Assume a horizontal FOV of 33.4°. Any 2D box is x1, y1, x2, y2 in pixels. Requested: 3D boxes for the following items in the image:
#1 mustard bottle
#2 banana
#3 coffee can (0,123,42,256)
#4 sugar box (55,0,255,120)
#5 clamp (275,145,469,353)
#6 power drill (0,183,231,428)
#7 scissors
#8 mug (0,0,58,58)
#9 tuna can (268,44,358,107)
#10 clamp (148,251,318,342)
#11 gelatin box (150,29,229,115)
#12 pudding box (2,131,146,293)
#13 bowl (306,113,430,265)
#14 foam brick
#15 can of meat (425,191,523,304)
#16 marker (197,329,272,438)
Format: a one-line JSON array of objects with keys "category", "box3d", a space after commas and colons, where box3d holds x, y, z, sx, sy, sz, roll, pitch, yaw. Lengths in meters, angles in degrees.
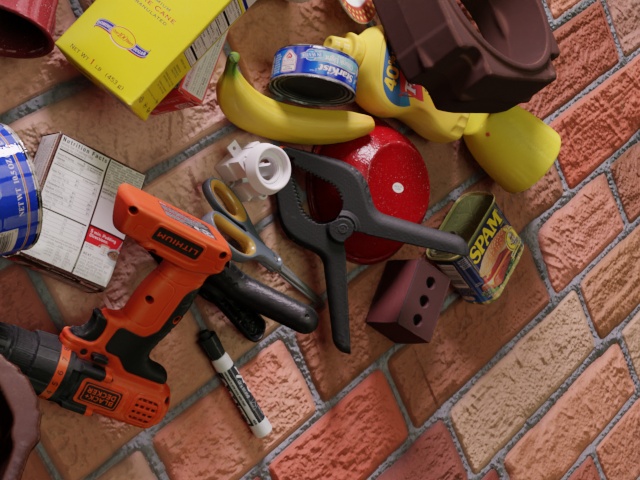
[{"category": "mustard bottle", "box3d": [0.079, -0.174, 1.128, 0.191, 0.058, 0.096, 18, 75, -38]}, {"category": "banana", "box3d": [-0.033, -0.122, 1.026, 0.197, 0.070, 0.037, 17, 58, -44]}, {"category": "coffee can", "box3d": [-0.291, -0.024, 0.780, 0.140, 0.103, 0.103, -19, 100, -39]}, {"category": "sugar box", "box3d": [-0.127, -0.195, 0.897, 0.093, 0.048, 0.176, 39, 85, 14]}, {"category": "clamp", "box3d": [0.033, -0.015, 1.049, 0.164, 0.036, 0.210, -33, 94, 3]}, {"category": "power drill", "box3d": [-0.173, 0.051, 0.863, 0.184, 0.057, 0.188, 26, 103, -30]}, {"category": "scissors", "box3d": [-0.057, 0.001, 1.027, 0.201, 0.016, 0.096, 31, 35, -57]}, {"category": "mug", "box3d": [-0.242, -0.196, 0.847, 0.117, 0.093, 0.081, 48, 49, -64]}, {"category": "tuna can", "box3d": [-0.006, -0.160, 1.038, 0.086, 0.086, 0.034, 17, 76, -38]}, {"category": "clamp", "box3d": [-0.082, 0.038, 0.948, 0.171, 0.120, 0.039, 40, 59, -28]}, {"category": "gelatin box", "box3d": [-0.122, -0.158, 0.948, 0.030, 0.073, 0.089, 29, 69, -37]}, {"category": "pudding box", "box3d": [-0.206, -0.023, 0.895, 0.089, 0.039, 0.113, 28, 69, -35]}, {"category": "bowl", "box3d": [0.063, -0.055, 1.112, 0.161, 0.055, 0.162, 2, 87, -40]}, {"category": "foam brick", "box3d": [0.093, 0.065, 1.133, 0.053, 0.051, 0.078, 34, 67, -34]}, {"category": "can of meat", "box3d": [0.177, 0.010, 1.205, 0.084, 0.058, 0.102, 50, 59, -30]}, {"category": "marker", "box3d": [-0.081, 0.134, 1.005, 0.020, 0.020, 0.121, -42, 114, -33]}]
